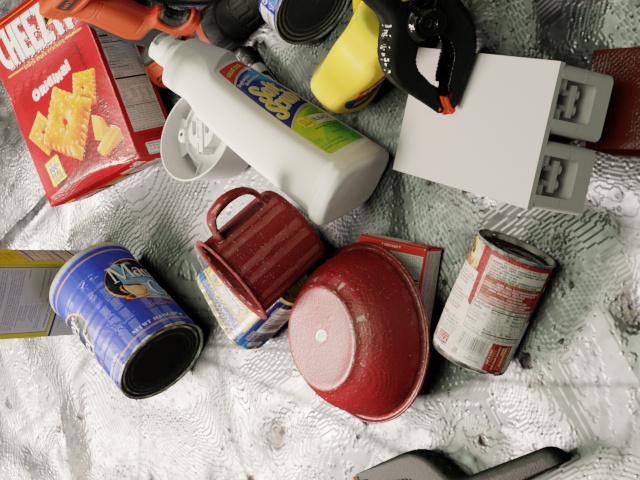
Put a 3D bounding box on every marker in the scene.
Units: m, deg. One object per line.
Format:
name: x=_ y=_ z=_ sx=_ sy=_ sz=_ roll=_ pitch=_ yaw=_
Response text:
marker: x=-0.047 y=-0.149 z=1.054 sx=0.020 sy=0.020 sz=0.121 roll=-49 pitch=61 yaw=27

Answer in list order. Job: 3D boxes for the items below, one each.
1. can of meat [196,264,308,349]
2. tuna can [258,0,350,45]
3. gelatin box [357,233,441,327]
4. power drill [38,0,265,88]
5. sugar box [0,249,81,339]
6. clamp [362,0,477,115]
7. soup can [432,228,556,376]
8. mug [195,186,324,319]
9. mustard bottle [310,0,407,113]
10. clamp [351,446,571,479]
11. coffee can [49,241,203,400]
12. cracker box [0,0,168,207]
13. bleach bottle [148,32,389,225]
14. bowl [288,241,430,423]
can of meat: x=-0.065 y=0.044 z=1.040 sx=0.084 sy=0.057 sz=0.102 roll=-45 pitch=63 yaw=30
tuna can: x=-0.014 y=-0.226 z=0.987 sx=0.034 sy=0.085 sz=0.086 roll=49 pitch=117 yaw=30
gelatin box: x=0.066 y=0.043 z=0.953 sx=0.073 sy=0.030 sz=0.089 roll=12 pitch=99 yaw=38
power drill: x=-0.162 y=-0.227 z=1.038 sx=0.185 sy=0.187 sz=0.057 roll=-26 pitch=51 yaw=42
sugar box: x=-0.317 y=0.058 z=1.163 sx=0.048 sy=0.175 sz=0.093 roll=28 pitch=105 yaw=33
clamp: x=0.065 y=-0.169 z=0.798 sx=0.039 sy=0.120 sz=0.171 roll=-114 pitch=13 yaw=-60
soup can: x=0.140 y=0.051 z=0.870 sx=0.069 sy=0.068 sz=0.102 roll=32 pitch=109 yaw=34
mug: x=-0.056 y=0.001 z=0.945 sx=0.081 sy=0.117 sz=0.093 roll=-42 pitch=33 yaw=-12
mustard bottle: x=0.039 y=-0.160 z=0.926 sx=0.058 sy=0.096 sz=0.192 roll=44 pitch=154 yaw=-1
clamp: x=0.113 y=0.244 z=0.907 sx=0.210 sy=0.036 sz=0.164 roll=2 pitch=90 yaw=40
coffee can: x=-0.204 y=0.083 z=1.120 sx=0.140 sy=0.102 sz=0.103 roll=43 pitch=114 yaw=30
cracker box: x=-0.264 y=-0.163 z=1.163 sx=0.164 sy=0.071 sz=0.214 roll=-21 pitch=91 yaw=38
bleach bottle: x=-0.063 y=-0.116 z=0.981 sx=0.251 sy=0.102 sz=0.068 roll=36 pitch=123 yaw=18
bowl: x=0.020 y=0.082 z=0.929 sx=0.162 sy=0.055 sz=0.162 roll=5 pitch=96 yaw=51
